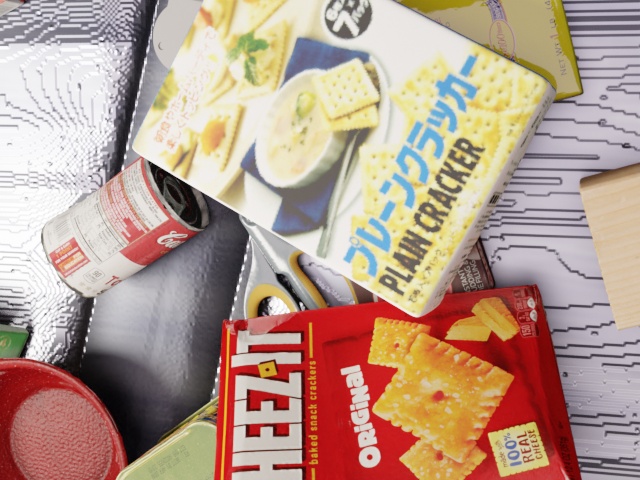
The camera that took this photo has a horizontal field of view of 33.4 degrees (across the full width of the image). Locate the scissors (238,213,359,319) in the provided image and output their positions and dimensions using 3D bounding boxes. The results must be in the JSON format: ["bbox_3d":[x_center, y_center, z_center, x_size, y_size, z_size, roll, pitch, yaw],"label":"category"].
[{"bbox_3d":[-0.055,0.001,0.768,0.202,0.016,0.096,43,106,6],"label":"scissors"}]

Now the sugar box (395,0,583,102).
[{"bbox_3d":[0.075,-0.118,0.702,0.176,0.048,0.093,-14,93,15],"label":"sugar box"}]

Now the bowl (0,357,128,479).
[{"bbox_3d":[-0.210,0.162,0.810,0.162,0.055,0.162,2,98,15],"label":"bowl"}]

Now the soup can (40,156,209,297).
[{"bbox_3d":[-0.140,-0.011,0.762,0.102,0.068,0.068,-32,88,17],"label":"soup can"}]

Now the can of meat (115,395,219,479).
[{"bbox_3d":[-0.087,0.157,0.762,0.102,0.083,0.057,-36,87,17],"label":"can of meat"}]

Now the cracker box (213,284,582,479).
[{"bbox_3d":[0.044,0.116,0.663,0.214,0.164,0.072,-7,137,6],"label":"cracker box"}]
